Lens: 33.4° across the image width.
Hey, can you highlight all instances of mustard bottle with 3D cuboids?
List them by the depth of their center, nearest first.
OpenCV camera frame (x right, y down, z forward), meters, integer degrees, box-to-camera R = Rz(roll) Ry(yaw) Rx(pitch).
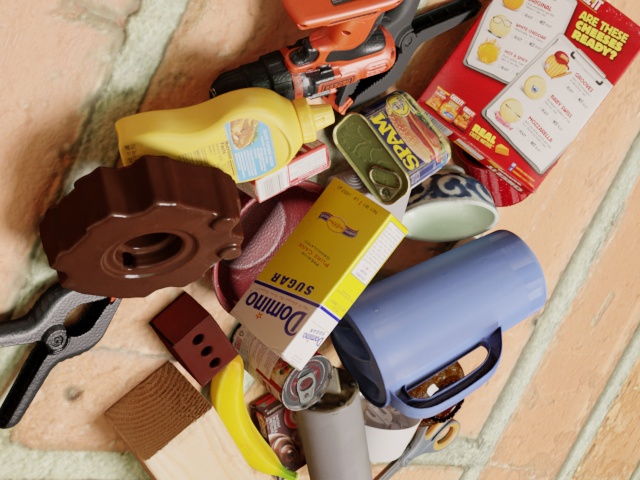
[{"bbox_3d":[-0.081,-0.091,0.961,0.191,0.058,0.096,-15,141,-4],"label":"mustard bottle"}]

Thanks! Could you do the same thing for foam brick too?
[{"bbox_3d":[-0.131,0.102,1.104,0.053,0.051,0.078,-42,137,-13],"label":"foam brick"}]

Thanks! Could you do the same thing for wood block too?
[{"bbox_3d":[-0.139,0.241,1.160,0.090,0.091,0.206,-38,136,-16],"label":"wood block"}]

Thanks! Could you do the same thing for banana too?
[{"bbox_3d":[-0.086,0.200,1.203,0.037,0.070,0.197,-76,149,-51],"label":"banana"}]

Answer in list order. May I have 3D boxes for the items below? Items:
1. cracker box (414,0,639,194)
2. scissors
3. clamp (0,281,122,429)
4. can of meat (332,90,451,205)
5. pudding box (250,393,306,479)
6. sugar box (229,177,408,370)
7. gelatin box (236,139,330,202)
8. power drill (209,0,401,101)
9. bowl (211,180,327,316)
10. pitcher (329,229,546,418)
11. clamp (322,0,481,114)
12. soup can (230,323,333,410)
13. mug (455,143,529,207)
[{"bbox_3d":[0.226,-0.182,1.168,0.213,0.164,0.072,-53,-178,-2],"label":"cracker box"},{"bbox_3d":[0.132,0.310,1.511,0.202,0.016,0.096,-51,139,-3],"label":"scissors"},{"bbox_3d":[-0.255,0.098,0.997,0.171,0.039,0.120,-29,135,-27],"label":"clamp"},{"bbox_3d":[0.077,-0.100,1.120,0.083,0.102,0.058,-34,176,-40],"label":"can of meat"},{"bbox_3d":[-0.033,0.224,1.284,0.089,0.039,0.113,-28,133,-27],"label":"pudding box"},{"bbox_3d":[-0.003,0.031,1.059,0.176,0.093,0.048,-51,137,-4],"label":"sugar box"},{"bbox_3d":[-0.047,-0.079,1.046,0.089,0.073,0.030,-29,131,-26],"label":"gelatin box"},{"bbox_3d":[-0.008,-0.180,0.948,0.184,0.057,0.188,-20,169,-13],"label":"power drill"},{"bbox_3d":[-0.057,0.001,1.102,0.161,0.055,0.162,-23,130,-31],"label":"bowl"},{"bbox_3d":[0.142,0.090,1.227,0.242,0.145,0.149,-26,101,-16],"label":"pitcher"},{"bbox_3d":[0.085,-0.213,1.102,0.210,0.036,0.164,-52,150,5],"label":"clamp"},{"bbox_3d":[-0.044,0.130,1.164,0.068,0.102,0.068,-23,130,-31],"label":"soup can"},{"bbox_3d":[0.224,-0.096,1.262,0.117,0.093,0.081,-10,141,12],"label":"mug"}]
